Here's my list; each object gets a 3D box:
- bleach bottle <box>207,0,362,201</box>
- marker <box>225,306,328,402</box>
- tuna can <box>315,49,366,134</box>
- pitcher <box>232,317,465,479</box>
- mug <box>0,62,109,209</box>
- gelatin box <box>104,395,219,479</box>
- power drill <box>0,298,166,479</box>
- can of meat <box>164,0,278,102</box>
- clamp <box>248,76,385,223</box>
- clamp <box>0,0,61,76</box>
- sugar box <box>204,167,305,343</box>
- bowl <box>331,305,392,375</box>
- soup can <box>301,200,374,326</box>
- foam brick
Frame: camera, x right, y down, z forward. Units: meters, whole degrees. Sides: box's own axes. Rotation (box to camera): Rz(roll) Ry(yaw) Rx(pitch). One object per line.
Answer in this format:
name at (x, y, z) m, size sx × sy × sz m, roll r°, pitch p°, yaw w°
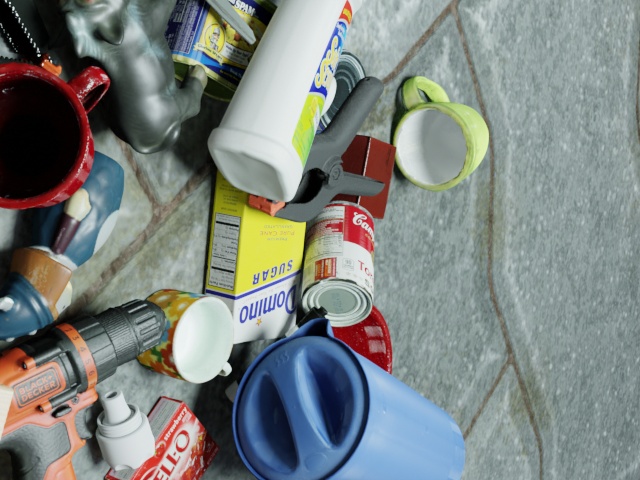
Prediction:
bleach bottle at (-0.013, -0.163, 0.877) m, size 0.102 × 0.068 × 0.250 m, roll 71°, pitch 37°, yaw -70°
marker at (-0.039, 0.104, 0.974) m, size 0.121 × 0.020 × 0.020 m, roll -44°, pitch 141°, yaw 10°
tuna can at (0.009, -0.142, 1.028) m, size 0.085 × 0.034 × 0.086 m, roll -15°, pitch 109°, yaw -51°
pitcher at (0.037, 0.187, 0.965) m, size 0.149 × 0.145 × 0.242 m, roll -48°, pitch 143°, yaw 6°
mug at (-0.188, -0.073, 0.713) m, size 0.093 × 0.081 × 0.117 m, roll 45°, pitch 85°, yaw -2°
gelatin box at (-0.133, 0.191, 0.914) m, size 0.089 × 0.030 × 0.073 m, roll -57°, pitch 137°, yaw -29°
power drill at (-0.174, 0.153, 0.792) m, size 0.184 × 0.057 × 0.187 m, roll -25°, pitch 106°, yaw -31°
can of meat at (-0.086, -0.169, 0.879) m, size 0.102 × 0.058 × 0.084 m, roll 25°, pitch 79°, yaw -52°
clamp at (0.005, -0.075, 0.947) m, size 0.171 × 0.039 × 0.120 m, roll -28°, pitch 124°, yaw -46°
clamp at (-0.251, -0.151, 0.681) m, size 0.209 × 0.036 × 0.164 m, roll 48°, pitch 59°, yaw -49°
sugar box at (-0.056, 0.001, 0.963) m, size 0.093 × 0.048 × 0.176 m, roll -3°, pitch 99°, yaw -53°
bowl at (0.005, 0.133, 1.063) m, size 0.161 × 0.055 × 0.162 m, roll -15°, pitch 109°, yaw -50°
soup can at (0.017, 0.022, 1.006) m, size 0.102 × 0.069 × 0.068 m, roll -87°, pitch 154°, yaw -43°
foam brick at (0.036, -0.064, 1.066) m, size 0.052 × 0.051 × 0.078 m, roll 14°, pitch 87°, yaw -54°
